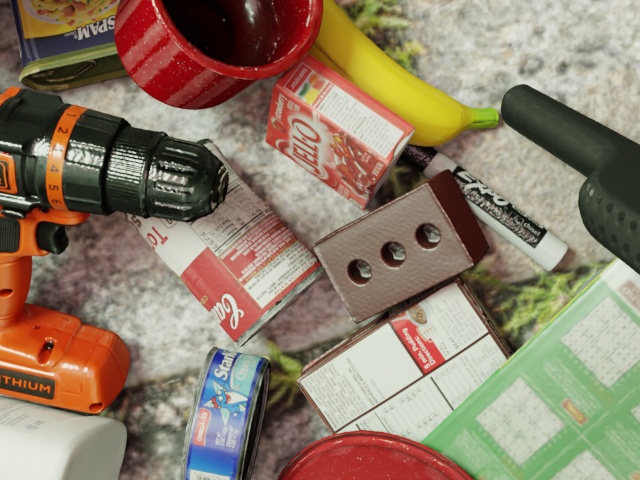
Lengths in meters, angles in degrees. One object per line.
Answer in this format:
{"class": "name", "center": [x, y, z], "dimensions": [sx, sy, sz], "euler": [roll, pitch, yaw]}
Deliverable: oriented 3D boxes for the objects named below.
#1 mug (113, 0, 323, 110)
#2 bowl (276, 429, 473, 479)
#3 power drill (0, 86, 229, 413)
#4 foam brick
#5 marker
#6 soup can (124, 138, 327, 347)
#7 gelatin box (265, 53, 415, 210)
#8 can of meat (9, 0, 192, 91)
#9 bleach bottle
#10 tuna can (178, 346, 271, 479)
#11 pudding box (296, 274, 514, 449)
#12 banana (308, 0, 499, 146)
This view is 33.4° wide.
{"class": "mug", "center": [-0.067, -0.122, 0.547], "dimensions": [0.117, 0.082, 0.093], "euler": [31, 68, -19]}
{"class": "bowl", "center": [0.027, 0.188, 0.578], "dimensions": [0.162, 0.055, 0.162], "euler": [8, 107, 27]}
{"class": "power drill", "center": [-0.142, 0.008, 0.573], "dimensions": [0.184, 0.057, 0.188], "euler": [13, 128, 7]}
{"class": "foam brick", "center": [0.046, 0.003, 0.596], "dimensions": [0.078, 0.051, 0.053], "euler": [-29, 90, 21]}
{"class": "marker", "center": [0.089, -0.026, 0.617], "dimensions": [0.121, 0.020, 0.020], "euler": [37, 94, 3]}
{"class": "soup can", "center": [-0.054, 0.001, 0.607], "dimensions": [0.068, 0.068, 0.102], "euler": [-42, 87, 5]}
{"class": "gelatin box", "center": [0.007, -0.058, 0.589], "dimensions": [0.073, 0.089, 0.030], "euler": [36, 75, 3]}
{"class": "can of meat", "center": [-0.129, -0.140, 0.617], "dimensions": [0.102, 0.057, 0.084], "euler": [-12, 88, 5]}
{"class": "bleach bottle", "center": [-0.248, 0.106, 0.622], "dimensions": [0.251, 0.102, 0.068], "euler": [15, 90, 11]}
{"class": "tuna can", "center": [-0.052, 0.105, 0.600], "dimensions": [0.034, 0.086, 0.086], "euler": [11, 92, 3]}
{"class": "pudding box", "center": [0.056, 0.084, 0.613], "dimensions": [0.113, 0.039, 0.090], "euler": [-34, 91, 7]}
{"class": "banana", "center": [0.012, -0.115, 0.605], "dimensions": [0.198, 0.069, 0.037], "euler": [43, 127, 2]}
